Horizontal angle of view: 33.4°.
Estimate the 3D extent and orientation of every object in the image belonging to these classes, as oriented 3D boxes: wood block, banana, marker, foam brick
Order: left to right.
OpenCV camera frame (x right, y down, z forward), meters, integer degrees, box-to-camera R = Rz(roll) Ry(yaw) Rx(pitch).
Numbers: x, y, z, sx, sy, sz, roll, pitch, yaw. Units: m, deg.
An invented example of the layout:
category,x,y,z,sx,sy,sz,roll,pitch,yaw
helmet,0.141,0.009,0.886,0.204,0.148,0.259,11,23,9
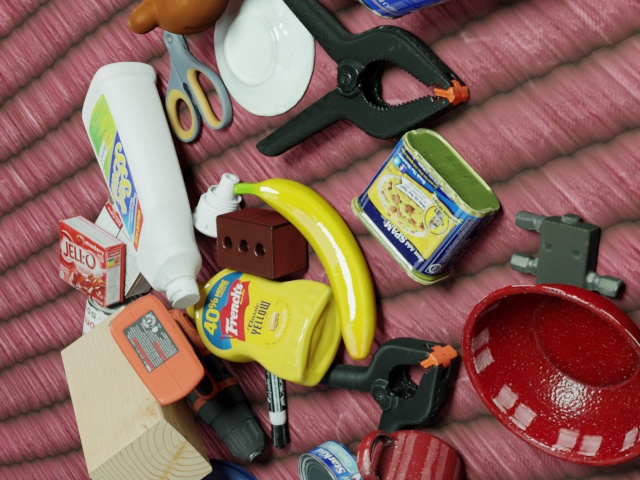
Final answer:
category,x,y,z,sx,sy,sz,roll,pitch,yaw
wood block,-0.193,0.171,1.096,0.090,0.091,0.206,54,180,-35
foam brick,-0.057,0.001,1.026,0.078,0.051,0.053,11,109,41
marker,-0.045,0.154,1.083,0.020,0.020,0.121,6,106,41
banana,0.002,0.014,0.970,0.198,0.069,0.037,54,172,9

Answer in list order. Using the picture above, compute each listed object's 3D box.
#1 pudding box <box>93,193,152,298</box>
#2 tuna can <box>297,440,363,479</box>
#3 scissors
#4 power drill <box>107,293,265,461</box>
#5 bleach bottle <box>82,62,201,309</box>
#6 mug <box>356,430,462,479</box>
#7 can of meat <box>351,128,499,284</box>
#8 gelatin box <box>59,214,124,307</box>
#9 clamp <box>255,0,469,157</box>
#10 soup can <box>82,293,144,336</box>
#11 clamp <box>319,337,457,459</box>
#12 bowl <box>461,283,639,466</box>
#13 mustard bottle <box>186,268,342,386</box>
category,x,y,z,sx,sy,sz,roll,pitch,yaw
pudding box,-0.203,-0.005,1.168,0.090,0.039,0.114,53,133,17
tuna can,0.016,0.236,1.023,0.086,0.033,0.086,41,144,39
scissors,-0.154,-0.186,1.087,0.202,0.016,0.096,57,132,15
power drill,-0.129,0.135,1.056,0.057,0.187,0.184,-38,72,-4
bleach bottle,-0.169,-0.051,1.064,0.103,0.067,0.251,-54,51,48
mug,0.071,0.212,0.923,0.093,0.081,0.117,-27,116,34
can of meat,0.087,-0.030,0.882,0.102,0.057,0.084,50,127,20
gelatin box,-0.254,0.022,1.176,0.089,0.030,0.073,28,123,36
clamp,0.026,-0.130,0.915,0.210,0.036,0.165,22,113,31
soup can,-0.236,0.110,1.212,0.069,0.068,0.102,31,121,33
clamp,0.058,0.131,0.969,0.120,0.039,0.172,48,132,15
bowl,0.190,0.090,0.807,0.162,0.055,0.162,23,132,28
mustard bottle,-0.067,0.074,1.043,0.192,0.058,0.096,12,83,41
